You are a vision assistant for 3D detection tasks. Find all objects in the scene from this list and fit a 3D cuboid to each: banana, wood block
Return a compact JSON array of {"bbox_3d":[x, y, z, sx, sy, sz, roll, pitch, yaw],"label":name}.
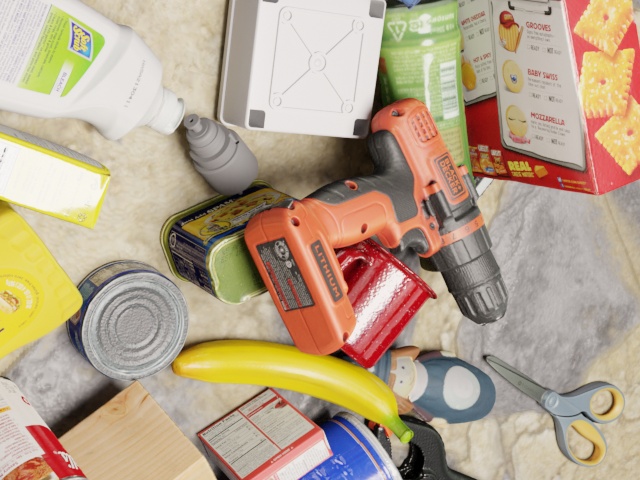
[{"bbox_3d":[-0.020,0.108,0.846,0.197,0.069,0.037,16,103,-9],"label":"banana"},{"bbox_3d":[-0.178,0.210,0.759,0.206,0.091,0.090,-37,145,-17],"label":"wood block"}]

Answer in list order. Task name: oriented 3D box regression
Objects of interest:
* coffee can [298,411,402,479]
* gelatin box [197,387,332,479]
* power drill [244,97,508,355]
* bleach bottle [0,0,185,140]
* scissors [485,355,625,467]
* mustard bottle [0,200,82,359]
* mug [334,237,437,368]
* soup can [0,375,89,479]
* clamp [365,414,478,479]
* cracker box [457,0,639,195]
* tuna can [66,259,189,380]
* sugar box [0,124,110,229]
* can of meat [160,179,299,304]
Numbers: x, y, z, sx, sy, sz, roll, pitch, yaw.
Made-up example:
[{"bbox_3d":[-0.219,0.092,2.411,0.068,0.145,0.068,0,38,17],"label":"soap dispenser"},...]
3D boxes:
[{"bbox_3d":[-0.013,0.218,0.863,0.140,0.103,0.103,-29,116,-20],"label":"coffee can"},{"bbox_3d":[-0.044,0.161,0.838,0.073,0.089,0.030,-32,120,-19],"label":"gelatin box"},{"bbox_3d":[0.047,0.007,0.766,0.187,0.057,0.184,-31,97,-39],"label":"power drill"},{"bbox_3d":[-0.202,-0.123,0.691,0.250,0.068,0.102,24,91,-35],"label":"bleach bottle"},{"bbox_3d":[0.237,0.145,1.040,0.096,0.016,0.201,-46,120,-14],"label":"scissors"},{"bbox_3d":[-0.259,0.065,0.707,0.191,0.058,0.096,-39,129,-15],"label":"mustard bottle"},{"bbox_3d":[0.028,0.044,0.844,0.081,0.093,0.117,-51,152,-4],"label":"mug"},{"bbox_3d":[-0.206,0.147,0.706,0.068,0.102,0.068,-33,149,-24],"label":"soup can"},{"bbox_3d":[0.082,0.225,0.958,0.120,0.039,0.171,-48,114,-16],"label":"clamp"},{"bbox_3d":[0.167,-0.151,0.822,0.072,0.164,0.214,-20,107,-23],"label":"cracker box"},{"bbox_3d":[-0.141,0.060,0.789,0.086,0.034,0.086,-8,107,-28],"label":"tuna can"},{"bbox_3d":[-0.229,-0.059,0.673,0.176,0.093,0.048,17,94,-31],"label":"sugar box"},{"bbox_3d":[-0.055,0.001,0.793,0.102,0.084,0.057,-26,114,-22],"label":"can of meat"}]
